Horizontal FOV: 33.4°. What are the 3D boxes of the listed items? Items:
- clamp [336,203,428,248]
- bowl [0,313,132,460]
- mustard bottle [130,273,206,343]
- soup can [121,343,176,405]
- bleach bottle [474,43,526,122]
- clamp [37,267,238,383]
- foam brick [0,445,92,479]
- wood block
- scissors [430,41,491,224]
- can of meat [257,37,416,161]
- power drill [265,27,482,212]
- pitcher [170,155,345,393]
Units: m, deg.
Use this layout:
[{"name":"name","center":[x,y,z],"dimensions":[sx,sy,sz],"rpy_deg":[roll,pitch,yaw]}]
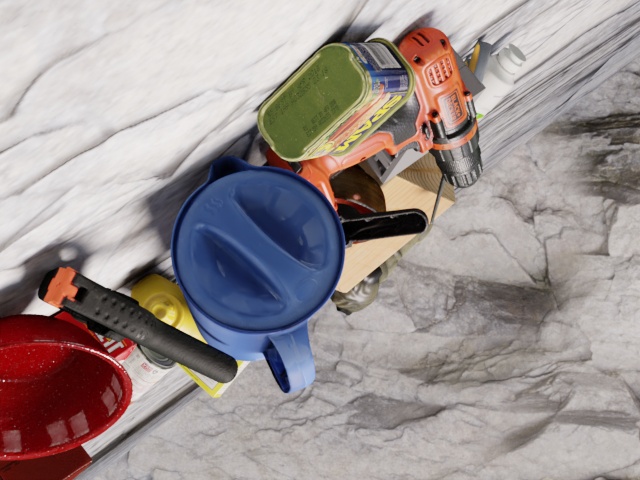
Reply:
[{"name":"clamp","center":[0.009,-0.003,1.029],"dimensions":[0.120,0.039,0.172],"rpy_deg":[-24,-163,-33]},{"name":"bowl","center":[-0.230,0.106,0.827],"dimensions":[0.162,0.055,0.162],"rpy_deg":[-10,141,-9]},{"name":"mustard bottle","center":[-0.149,0.079,1.080],"dimensions":[0.058,0.096,0.191],"rpy_deg":[-36,174,-4]},{"name":"soup can","center":[-0.234,0.158,1.328],"dimensions":[0.102,0.068,0.068],"rpy_deg":[-41,173,25]},{"name":"bleach bottle","center":[0.152,-0.143,1.291],"dimensions":[0.251,0.068,0.102],"rpy_deg":[-44,171,32]},{"name":"clamp","center":[-0.152,0.064,0.838],"dimensions":[0.210,0.164,0.036],"rpy_deg":[69,43,-75]},{"name":"foam brick","center":[-0.254,0.204,0.948],"dimensions":[0.078,0.053,0.051],"rpy_deg":[-32,172,-41]},{"name":"wood block","center":[0.054,-0.036,1.250],"dimensions":[0.090,0.090,0.206],"rpy_deg":[22,136,-28]},{"name":"scissors","center":[0.147,-0.120,1.173],"dimensions":[0.096,0.016,0.202],"rpy_deg":[-98,-155,-79]},{"name":"can of meat","center":[0.011,-0.106,0.806],"dimensions":[0.102,0.057,0.083],"rpy_deg":[-41,170,27]},{"name":"power drill","center":[0.055,-0.075,0.945],"dimensions":[0.187,0.057,0.184],"rpy_deg":[-35,136,-8]},{"name":"pitcher","center":[-0.055,0.044,0.915],"dimensions":[0.243,0.145,0.149],"rpy_deg":[109,4,-74]}]
